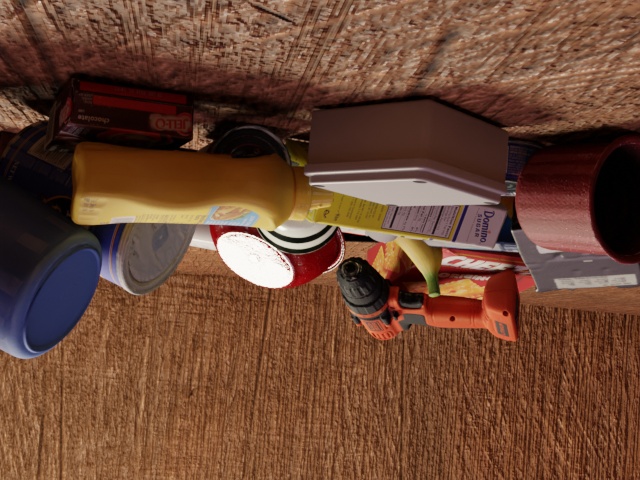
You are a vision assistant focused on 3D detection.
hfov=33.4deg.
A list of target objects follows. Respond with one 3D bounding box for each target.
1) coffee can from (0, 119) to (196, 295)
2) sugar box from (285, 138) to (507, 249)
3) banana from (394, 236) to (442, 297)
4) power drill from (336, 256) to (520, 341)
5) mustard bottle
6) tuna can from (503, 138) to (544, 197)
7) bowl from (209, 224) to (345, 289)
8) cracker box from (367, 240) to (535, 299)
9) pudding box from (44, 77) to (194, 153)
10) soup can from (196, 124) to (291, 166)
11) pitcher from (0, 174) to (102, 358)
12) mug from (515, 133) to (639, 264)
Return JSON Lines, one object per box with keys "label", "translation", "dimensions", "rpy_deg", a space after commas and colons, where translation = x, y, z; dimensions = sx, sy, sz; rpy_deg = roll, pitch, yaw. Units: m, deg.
{"label": "coffee can", "translation": [-0.187, -0.029, 0.888], "dimensions": [0.140, 0.103, 0.102], "rpy_deg": [24, -179, 20]}
{"label": "sugar box", "translation": [0.060, -0.040, 0.900], "dimensions": [0.176, 0.048, 0.093], "rpy_deg": [5, -156, -25]}
{"label": "banana", "translation": [0.055, -0.022, 1.073], "dimensions": [0.197, 0.069, 0.037], "rpy_deg": [33, 138, -15]}
{"label": "power drill", "translation": [0.119, 0.064, 1.163], "dimensions": [0.188, 0.057, 0.184], "rpy_deg": [2, 160, 17]}
{"label": "mustard bottle", "translation": [-0.084, -0.037, 0.782], "dimensions": [0.191, 0.058, 0.096], "rpy_deg": [2, 172, -15]}
{"label": "tuna can", "translation": [0.138, -0.058, 0.851], "dimensions": [0.086, 0.034, 0.086], "rpy_deg": [5, 174, 0]}
{"label": "bowl", "translation": [-0.057, 0.001, 1.121], "dimensions": [0.162, 0.055, 0.162], "rpy_deg": [19, 146, 14]}
{"label": "cracker box", "translation": [0.168, 0.021, 1.225], "dimensions": [0.164, 0.072, 0.214], "rpy_deg": [7, 162, -19]}
{"label": "pudding box", "translation": [-0.151, -0.087, 0.792], "dimensions": [0.089, 0.039, 0.114], "rpy_deg": [6, 175, -22]}
{"label": "soup can", "translation": [-0.071, -0.055, 0.893], "dimensions": [0.068, 0.068, 0.102], "rpy_deg": [7, 175, -19]}
{"label": "pitcher", "translation": [-0.292, -0.017, 0.812], "dimensions": [0.243, 0.145, 0.149], "rpy_deg": [27, 180, 14]}
{"label": "mug", "translation": [0.209, -0.028, 0.797], "dimensions": [0.117, 0.093, 0.082], "rpy_deg": [17, 173, -34]}
